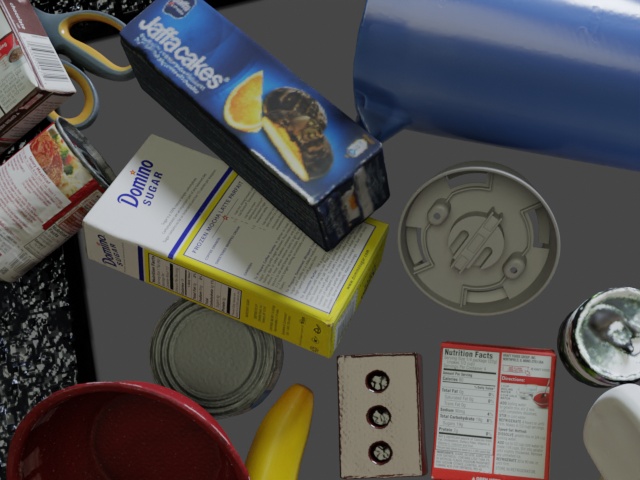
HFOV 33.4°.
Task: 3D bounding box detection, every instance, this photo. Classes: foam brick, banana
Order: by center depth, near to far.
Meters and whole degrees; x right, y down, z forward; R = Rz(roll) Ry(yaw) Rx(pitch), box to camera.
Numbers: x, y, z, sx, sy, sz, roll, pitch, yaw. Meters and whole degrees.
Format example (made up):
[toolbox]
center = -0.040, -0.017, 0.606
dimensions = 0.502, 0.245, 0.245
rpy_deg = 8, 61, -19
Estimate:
[foam brick]
center = 0.040, 0.112, 0.679
dimensions = 0.053, 0.051, 0.078
rpy_deg = -4, 82, 9
[banana]
center = -0.022, 0.195, 0.688
dimensions = 0.069, 0.037, 0.198
rpy_deg = -10, 82, -10

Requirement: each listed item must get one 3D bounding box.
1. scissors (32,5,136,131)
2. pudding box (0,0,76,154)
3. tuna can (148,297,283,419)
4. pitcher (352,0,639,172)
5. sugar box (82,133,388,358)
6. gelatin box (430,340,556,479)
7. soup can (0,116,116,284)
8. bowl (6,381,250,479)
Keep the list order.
[scissors]
center = -0.220, -0.145, 0.773
dimensions = 0.202, 0.016, 0.096
rpy_deg = 21, 90, 15
[pudding box]
center = -0.235, -0.126, 0.750
dimensions = 0.090, 0.039, 0.113
rpy_deg = -34, 76, 24
[tuna can]
center = -0.068, 0.075, 0.710
dimensions = 0.086, 0.033, 0.086
rpy_deg = -1, 82, 9
[pitcher]
center = 0.147, -0.122, 0.660
dimensions = 0.243, 0.145, 0.149
rpy_deg = 14, 119, 7
[sugar box]
center = -0.054, 0.001, 0.694
dimensions = 0.176, 0.048, 0.093
rpy_deg = 21, 51, 13
[gelatin box]
center = 0.110, 0.111, 0.680
dimensions = 0.073, 0.030, 0.089
rpy_deg = 4, 83, 11
[soup can]
center = -0.195, -0.026, 0.727
dimensions = 0.102, 0.068, 0.068
rpy_deg = -39, 79, 3
[bowl]
center = -0.113, 0.148, 0.678
dimensions = 0.162, 0.055, 0.162
rpy_deg = 4, 113, 10
